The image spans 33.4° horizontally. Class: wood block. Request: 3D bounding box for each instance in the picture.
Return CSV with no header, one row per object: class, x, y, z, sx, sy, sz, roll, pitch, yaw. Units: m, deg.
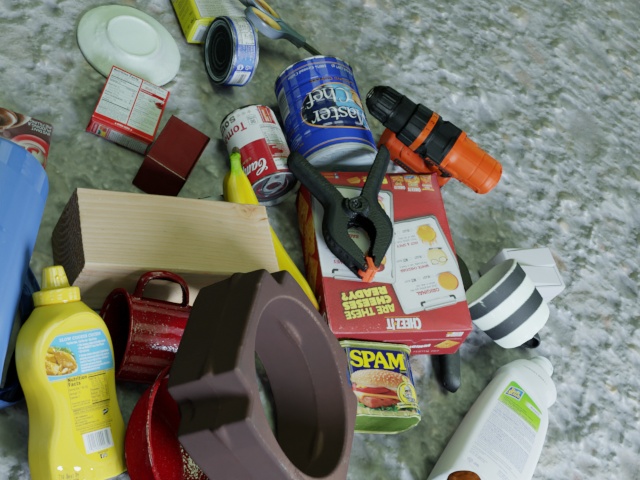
wood block,-0.159,0.015,1.090,0.205,0.090,0.091,4,56,-30

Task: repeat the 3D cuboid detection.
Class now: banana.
banana,-0.062,0.001,1.177,0.037,0.070,0.198,-29,86,-11

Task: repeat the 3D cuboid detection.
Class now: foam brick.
foam brick,-0.166,-0.089,1.188,0.051,0.053,0.078,31,46,-9

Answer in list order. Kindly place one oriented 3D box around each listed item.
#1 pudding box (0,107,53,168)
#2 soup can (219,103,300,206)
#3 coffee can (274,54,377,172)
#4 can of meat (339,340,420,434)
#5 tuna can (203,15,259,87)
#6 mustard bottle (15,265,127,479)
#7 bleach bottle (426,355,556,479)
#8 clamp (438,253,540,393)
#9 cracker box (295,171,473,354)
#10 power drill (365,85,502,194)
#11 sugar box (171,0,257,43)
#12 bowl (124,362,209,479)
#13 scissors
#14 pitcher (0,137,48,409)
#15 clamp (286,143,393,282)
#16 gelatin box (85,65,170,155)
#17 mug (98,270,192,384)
pudding box,-0.337,-0.093,1.093,0.113,0.039,0.090,17,51,-21
soup can,-0.071,-0.100,1.244,0.068,0.069,0.102,-4,60,-34
coffee can,0.007,-0.139,1.296,0.102,0.103,0.140,4,56,-30
can of meat,0.053,0.158,1.140,0.101,0.058,0.084,7,57,-27
tuna can,-0.110,-0.231,1.304,0.033,0.086,0.086,-3,60,-32
mustard bottle,-0.223,0.118,0.942,0.096,0.058,0.191,-6,86,-55
bleach bottle,0.210,0.217,1.191,0.102,0.068,0.250,43,44,2
clamp,0.152,0.076,1.274,0.164,0.036,0.210,-28,75,-41
cracker box,0.067,0.025,1.216,0.164,0.072,0.214,-1,58,-14
power drill,0.123,-0.120,1.307,0.184,0.188,0.057,37,89,-6
sugar box,-0.152,-0.332,1.381,0.093,0.048,0.176,-2,56,-35
bowl,-0.129,0.193,0.973,0.162,0.055,0.162,45,35,-46
scissors,-0.034,-0.254,1.367,0.201,0.016,0.096,38,23,-23
pitcher,-0.319,0.027,0.967,0.145,0.149,0.242,9,48,-4
clamp,0.025,-0.036,1.178,0.120,0.039,0.171,-1,59,-6
gelatin box,-0.218,-0.148,1.215,0.073,0.030,0.089,23,48,-14
mug,-0.161,0.086,1.027,0.081,0.093,0.117,12,96,-31
